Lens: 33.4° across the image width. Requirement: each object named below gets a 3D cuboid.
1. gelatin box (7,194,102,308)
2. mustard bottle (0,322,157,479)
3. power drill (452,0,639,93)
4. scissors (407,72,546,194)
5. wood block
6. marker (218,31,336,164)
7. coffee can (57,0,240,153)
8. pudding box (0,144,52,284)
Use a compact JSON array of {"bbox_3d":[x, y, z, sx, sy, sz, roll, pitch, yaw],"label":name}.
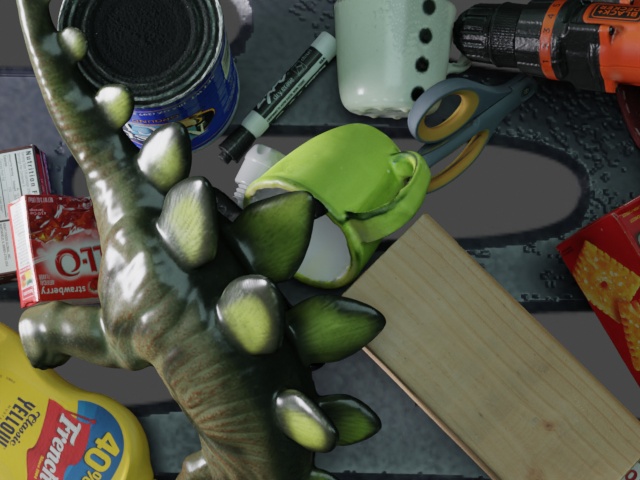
[{"bbox_3d":[-0.165,0.006,0.734,0.089,0.030,0.073,-2,78,-42],"label":"gelatin box"},{"bbox_3d":[-0.175,0.143,0.724,0.191,0.058,0.096,34,78,4],"label":"mustard bottle"},{"bbox_3d":[0.204,-0.170,0.723,0.185,0.057,0.187,15,51,33],"label":"power drill"},{"bbox_3d":[0.132,-0.114,0.751,0.201,0.096,0.016,-44,54,-3],"label":"scissors"},{"bbox_3d":[0.109,0.089,0.716,0.206,0.091,0.090,45,84,6],"label":"wood block"},{"bbox_3d":[-0.031,-0.103,0.778,0.020,0.020,0.121,41,84,5],"label":"marker"},{"bbox_3d":[-0.110,-0.120,0.719,0.103,0.140,0.103,0,82,0],"label":"coffee can"},{"bbox_3d":[-0.245,-0.013,0.756,0.113,0.039,0.090,-10,82,-4],"label":"pudding box"}]
